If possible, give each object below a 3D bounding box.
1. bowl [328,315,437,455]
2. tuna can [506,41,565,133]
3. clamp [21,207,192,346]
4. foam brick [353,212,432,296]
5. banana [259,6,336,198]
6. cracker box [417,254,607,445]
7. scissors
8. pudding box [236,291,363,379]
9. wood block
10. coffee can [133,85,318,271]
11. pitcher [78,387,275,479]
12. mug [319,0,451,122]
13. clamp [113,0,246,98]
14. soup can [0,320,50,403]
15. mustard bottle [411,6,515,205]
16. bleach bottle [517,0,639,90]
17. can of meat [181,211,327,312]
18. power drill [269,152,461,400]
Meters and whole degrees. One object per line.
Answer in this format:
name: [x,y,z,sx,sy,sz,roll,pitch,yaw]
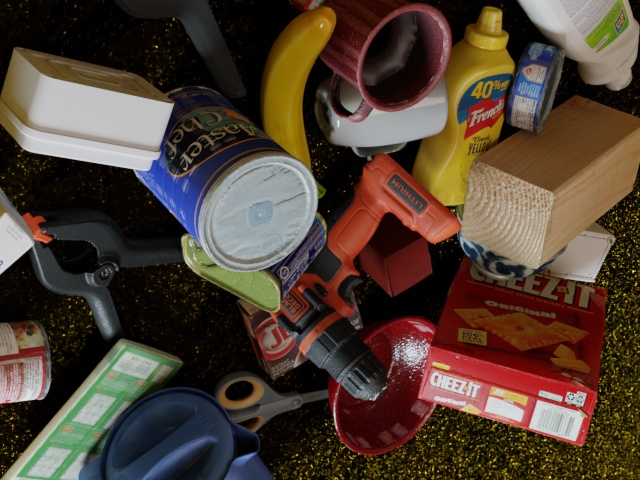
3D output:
bowl: [0.063,0.147,1.155,0.161,0.055,0.162,-16,118,-34]
tuna can: [0.211,-0.151,1.048,0.086,0.034,0.086,18,90,-74]
clamp: [-0.181,0.014,0.914,0.120,0.039,0.171,-49,142,-7]
foam brick: [0.067,0.007,1.059,0.051,0.078,0.053,-27,131,-17]
banana: [-0.020,-0.124,0.909,0.198,0.070,0.037,92,23,-47]
cracker box: [0.203,0.102,1.094,0.213,0.164,0.072,-56,158,-60]
scissors: [-0.037,0.157,1.128,0.201,0.016,0.096,-21,129,-24]
pudding box: [-0.020,0.074,1.068,0.113,0.039,0.090,-30,132,-16]
wood block: [0.240,-0.064,1.083,0.205,0.091,0.090,-32,137,-42]
coffee can: [-0.081,-0.053,0.868,0.102,0.140,0.103,-18,128,-25]
pitcher: [-0.117,0.256,1.057,0.145,0.149,0.242,-52,146,-17]
mug: [0.043,-0.155,0.887,0.093,0.082,0.117,10,114,-41]
clamp: [-0.094,-0.215,0.822,0.209,0.036,0.165,23,103,-46]
soup can: [-0.282,0.104,0.879,0.102,0.069,0.068,-3,120,-34]
mustard bottle: [0.145,-0.132,1.035,0.096,0.058,0.192,-14,126,-39]
bleach bottle: [0.252,-0.225,1.049,0.102,0.068,0.250,-46,137,0]
can of meat: [-0.056,0.001,0.935,0.083,0.102,0.057,-52,158,-31]
power drill: [0.039,0.028,0.982,0.187,0.184,0.057,-45,166,1]
